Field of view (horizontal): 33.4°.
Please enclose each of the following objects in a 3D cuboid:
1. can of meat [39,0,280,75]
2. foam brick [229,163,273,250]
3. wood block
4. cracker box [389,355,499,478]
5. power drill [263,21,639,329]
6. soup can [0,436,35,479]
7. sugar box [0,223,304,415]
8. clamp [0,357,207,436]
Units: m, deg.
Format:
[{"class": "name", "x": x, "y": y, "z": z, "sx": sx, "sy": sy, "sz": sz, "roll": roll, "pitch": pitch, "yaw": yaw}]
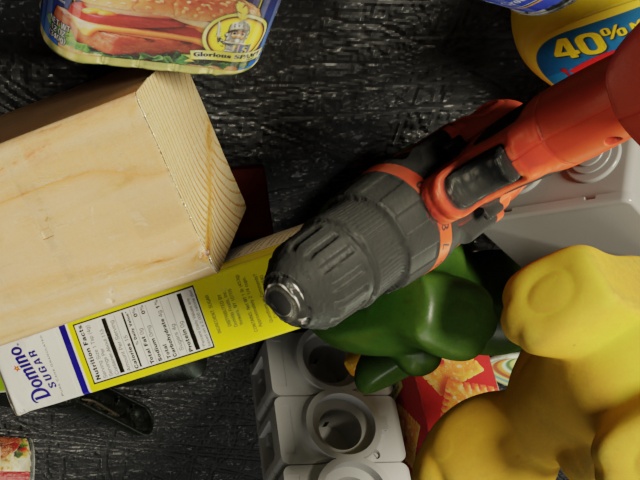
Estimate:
[{"class": "can of meat", "x": -0.062, "y": -0.116, "z": 0.434, "sx": 0.102, "sy": 0.057, "sz": 0.084, "roll": 3, "pitch": 147, "yaw": -18}, {"class": "foam brick", "x": -0.054, "y": 0.001, "z": 0.613, "sx": 0.053, "sy": 0.051, "sz": 0.078, "roll": -7, "pitch": 147, "yaw": -4}, {"class": "wood block", "x": -0.152, "y": -0.007, "z": 0.512, "sx": 0.206, "sy": 0.090, "sz": 0.090, "roll": -18, "pitch": 109, "yaw": 12}, {"class": "cracker box", "x": 0.085, "y": 0.187, "z": 0.781, "sx": 0.072, "sy": 0.214, "sz": 0.164, "roll": 0, "pitch": 145, "yaw": -15}, {"class": "power drill", "x": 0.081, "y": -0.035, "z": 0.424, "sx": 0.184, "sy": 0.057, "sz": 0.188, "roll": -36, "pitch": -172, "yaw": -40}, {"class": "soup can", "x": -0.275, "y": 0.182, "z": 0.810, "sx": 0.102, "sy": 0.068, "sz": 0.069, "roll": 8, "pitch": 142, "yaw": -25}, {"class": "sugar box", "x": -0.065, "y": 0.036, "z": 0.535, "sx": 0.176, "sy": 0.048, "sz": 0.093, "roll": -21, "pitch": -177, "yaw": 17}, {"class": "clamp", "x": -0.174, "y": 0.101, "z": 0.744, "sx": 0.171, "sy": 0.039, "sz": 0.120, "roll": 9, "pitch": 138, "yaw": -16}]
